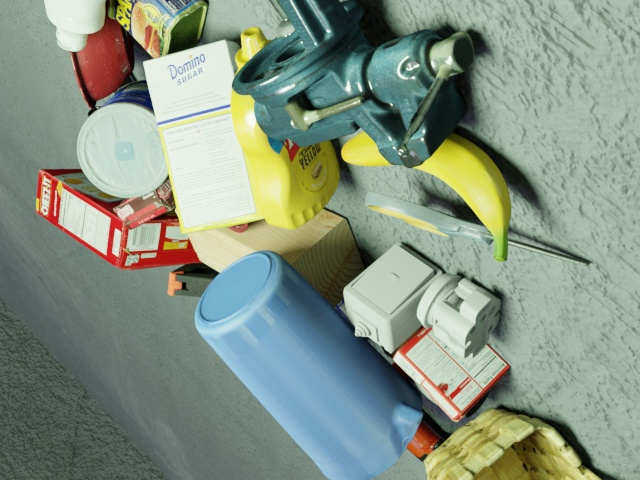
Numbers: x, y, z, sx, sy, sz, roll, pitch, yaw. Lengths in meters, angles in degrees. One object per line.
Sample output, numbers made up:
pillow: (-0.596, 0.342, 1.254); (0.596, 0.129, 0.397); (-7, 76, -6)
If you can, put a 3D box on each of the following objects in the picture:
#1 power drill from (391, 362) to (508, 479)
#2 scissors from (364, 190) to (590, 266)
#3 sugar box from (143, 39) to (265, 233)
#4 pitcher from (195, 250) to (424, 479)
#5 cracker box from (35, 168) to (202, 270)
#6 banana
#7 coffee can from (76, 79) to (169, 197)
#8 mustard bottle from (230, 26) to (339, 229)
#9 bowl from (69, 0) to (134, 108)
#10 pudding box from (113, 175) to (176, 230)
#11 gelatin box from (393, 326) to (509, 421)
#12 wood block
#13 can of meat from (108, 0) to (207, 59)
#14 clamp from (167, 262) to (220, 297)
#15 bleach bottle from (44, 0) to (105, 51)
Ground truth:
power drill: (0.128, 0.230, 1.234); (0.188, 0.057, 0.185); (47, 157, 8)
scissors: (0.134, -0.005, 0.906); (0.202, 0.016, 0.096); (19, 178, 21)
sugar box: (-0.108, -0.100, 1.051); (0.048, 0.093, 0.176); (-12, -89, -73)
pitcher: (-0.021, 0.127, 1.080); (0.242, 0.149, 0.145); (49, -172, -28)
cracker box: (-0.246, -0.032, 1.386); (0.214, 0.163, 0.072); (27, 112, 43)
banana: (0.089, -0.058, 0.864); (0.037, 0.070, 0.198); (20, -166, -47)
coffee can: (-0.204, -0.116, 1.186); (0.103, 0.103, 0.140); (57, -169, -15)
mustard bottle: (-0.037, -0.109, 0.973); (0.058, 0.096, 0.191); (14, 140, 33)
bowl: (-0.239, -0.228, 1.166); (0.162, 0.055, 0.162); (172, 90, -88)
pudding box: (-0.177, -0.065, 1.250); (0.090, 0.113, 0.039); (-20, 108, 45)
gelatin box: (0.128, 0.121, 1.048); (0.089, 0.073, 0.030); (45, 158, 12)
wood block: (-0.057, 0.002, 1.188); (0.206, 0.090, 0.090); (26, 148, 44)
can of meat: (-0.163, -0.232, 1.073); (0.084, 0.057, 0.102); (46, 157, 6)
clamp: (-0.113, 0.043, 1.298); (0.120, 0.171, 0.039); (18, 104, 58)
bleach bottle: (-0.215, -0.279, 0.987); (0.103, 0.067, 0.251); (45, 139, 24)
